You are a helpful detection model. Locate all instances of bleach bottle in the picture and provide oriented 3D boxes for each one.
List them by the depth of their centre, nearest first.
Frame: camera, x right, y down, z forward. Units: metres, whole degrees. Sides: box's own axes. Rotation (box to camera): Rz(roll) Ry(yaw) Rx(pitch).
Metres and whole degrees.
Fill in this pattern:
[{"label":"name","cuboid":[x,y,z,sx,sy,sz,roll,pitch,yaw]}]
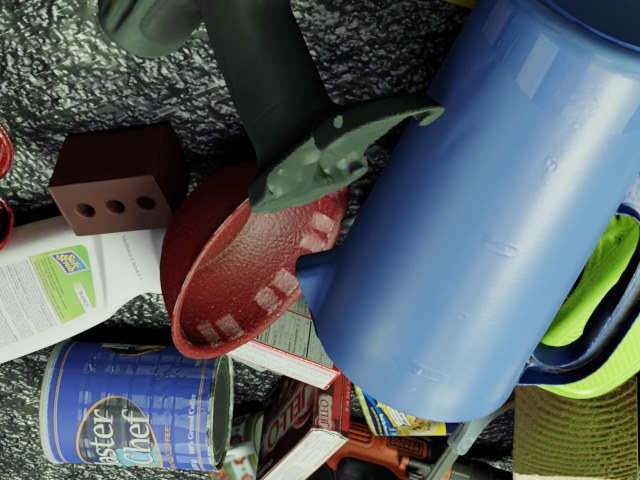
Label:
[{"label":"bleach bottle","cuboid":[-0.199,0.035,0.794,0.251,0.068,0.102,-15,115,13]}]

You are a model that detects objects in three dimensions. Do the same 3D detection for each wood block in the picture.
[{"label":"wood block","cuboid":[0.204,0.197,0.855,0.090,0.090,0.206,0,142,13]}]

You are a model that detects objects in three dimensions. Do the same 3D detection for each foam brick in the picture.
[{"label":"foam brick","cuboid":[-0.135,-0.040,0.725,0.078,0.051,0.053,-6,137,14]}]

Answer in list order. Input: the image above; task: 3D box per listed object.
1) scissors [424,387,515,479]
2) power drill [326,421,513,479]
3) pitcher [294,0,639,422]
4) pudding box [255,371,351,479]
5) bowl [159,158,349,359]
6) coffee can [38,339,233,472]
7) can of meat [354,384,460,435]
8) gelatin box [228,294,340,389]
[{"label":"scissors","cuboid":[0.108,0.141,0.825,0.201,0.016,0.096,-45,138,-6]},{"label":"power drill","cuboid":[0.085,0.244,0.908,0.184,0.187,0.057,16,122,-1]},{"label":"pitcher","cuboid":[0.105,-0.022,0.574,0.148,0.145,0.243,-10,140,-37]},{"label":"pudding box","cuboid":[-0.013,0.146,0.888,0.039,0.090,0.114,20,137,-15]},{"label":"bowl","cuboid":[-0.055,0.001,0.719,0.055,0.161,0.162,39,145,24]},{"label":"coffee can","cuboid":[-0.149,0.137,0.887,0.140,0.102,0.103,2,138,5]},{"label":"can of meat","cuboid":[0.078,0.118,0.871,0.084,0.057,0.102,-4,138,14]},{"label":"gelatin box","cuboid":[-0.026,0.064,0.811,0.089,0.073,0.030,21,137,-16]}]
